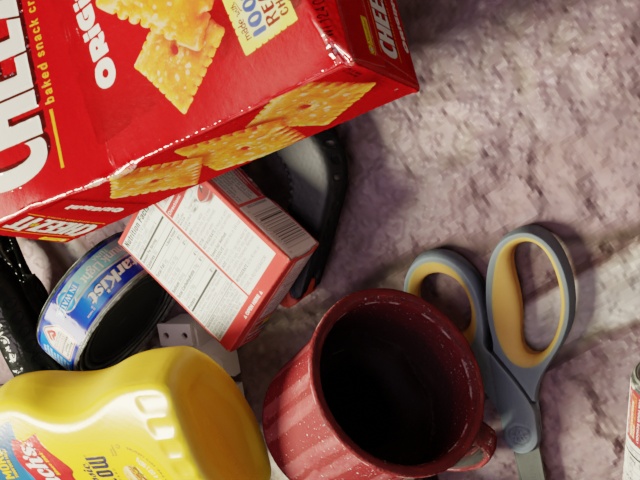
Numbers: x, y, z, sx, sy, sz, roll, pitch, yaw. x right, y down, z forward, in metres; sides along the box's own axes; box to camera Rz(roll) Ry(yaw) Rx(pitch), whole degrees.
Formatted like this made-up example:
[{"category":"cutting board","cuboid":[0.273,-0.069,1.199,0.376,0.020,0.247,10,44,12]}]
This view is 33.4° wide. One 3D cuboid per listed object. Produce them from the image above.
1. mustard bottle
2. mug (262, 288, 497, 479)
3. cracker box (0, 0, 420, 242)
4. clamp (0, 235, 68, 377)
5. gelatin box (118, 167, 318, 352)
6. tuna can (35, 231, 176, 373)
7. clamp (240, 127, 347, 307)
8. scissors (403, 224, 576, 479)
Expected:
[{"category":"mustard bottle","cuboid":[-0.127,0.111,0.569,0.192,0.058,0.096,-12,122,30]},{"category":"mug","cuboid":[0.032,0.086,0.534,0.117,0.093,0.082,24,147,-14]},{"category":"cracker box","cuboid":[-0.079,-0.109,0.491,0.214,0.072,0.164,-20,76,27]},{"category":"clamp","cuboid":[-0.184,0.030,0.637,0.039,0.120,0.171,-21,114,5]},{"category":"gelatin box","cuboid":[-0.054,0.001,0.547,0.089,0.030,0.073,44,126,14]},{"category":"tuna can","cuboid":[-0.117,0.037,0.597,0.034,0.086,0.086,37,118,14]},{"category":"clamp","cuboid":[-0.048,-0.068,0.559,0.165,0.036,0.210,-4,103,27]},{"category":"scissors","cuboid":[0.086,0.087,0.551,0.096,0.016,0.202,10,109,25]}]
